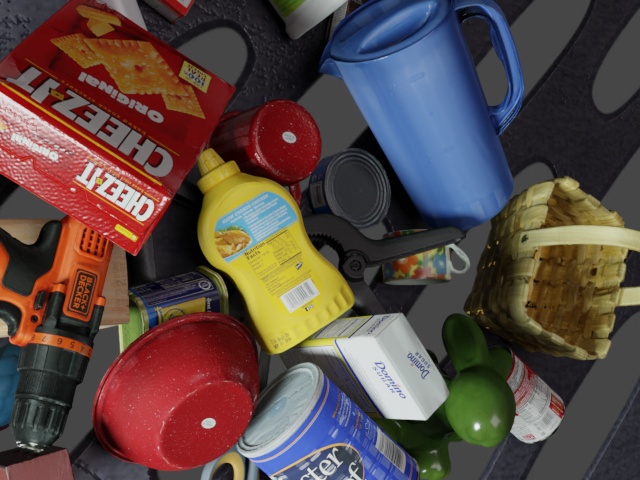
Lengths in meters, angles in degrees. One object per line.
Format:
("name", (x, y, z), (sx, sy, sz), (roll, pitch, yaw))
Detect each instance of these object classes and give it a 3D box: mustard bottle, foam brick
("mustard bottle", (-0.056, 0.001, 0.970), (0.096, 0.058, 0.191), (-32, 90, -16))
("foam brick", (-0.236, 0.196, 0.858), (0.052, 0.078, 0.051), (-10, 91, -36))

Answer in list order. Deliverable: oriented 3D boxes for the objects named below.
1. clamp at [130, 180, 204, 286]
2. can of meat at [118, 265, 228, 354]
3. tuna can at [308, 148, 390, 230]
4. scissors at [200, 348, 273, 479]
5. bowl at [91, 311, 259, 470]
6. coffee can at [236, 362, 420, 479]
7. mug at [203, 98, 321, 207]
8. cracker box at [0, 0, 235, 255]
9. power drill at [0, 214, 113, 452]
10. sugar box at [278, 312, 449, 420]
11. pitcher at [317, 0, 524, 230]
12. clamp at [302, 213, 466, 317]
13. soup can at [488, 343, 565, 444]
("clamp", (-0.165, -0.043, 0.970), (0.171, 0.039, 0.120), (48, 55, -16))
("can of meat", (-0.131, 0.082, 0.949), (0.083, 0.058, 0.102), (-15, 115, -34))
("tuna can", (0.030, -0.051, 1.110), (0.085, 0.034, 0.086), (6, 79, -35))
("scissors", (-0.075, 0.169, 1.012), (0.096, 0.016, 0.202), (0, 84, -41))
("bowl", (-0.111, 0.143, 0.918), (0.161, 0.055, 0.162), (-21, 131, -26))
("coffee can", (0.007, 0.194, 0.971), (0.140, 0.103, 0.102), (45, 60, -19))
("mug", (-0.049, -0.077, 1.028), (0.093, 0.082, 0.117), (-18, 93, -36))
("cracker box", (-0.173, -0.105, 0.866), (0.164, 0.072, 0.213), (32, 30, -9))
("power drill", (-0.249, 0.045, 0.773), (0.187, 0.057, 0.184), (24, 65, -33))
("sugar box", (0.035, 0.119, 1.000), (0.048, 0.177, 0.093), (-40, 106, -32))
("pitcher", (0.122, -0.132, 1.092), (0.144, 0.149, 0.242), (-46, 127, -22))
("clamp", (0.033, 0.039, 1.048), (0.210, 0.036, 0.164), (14, 69, -7))
("soup can", (0.216, 0.172, 1.187), (0.102, 0.069, 0.068), (42, 62, -23))
